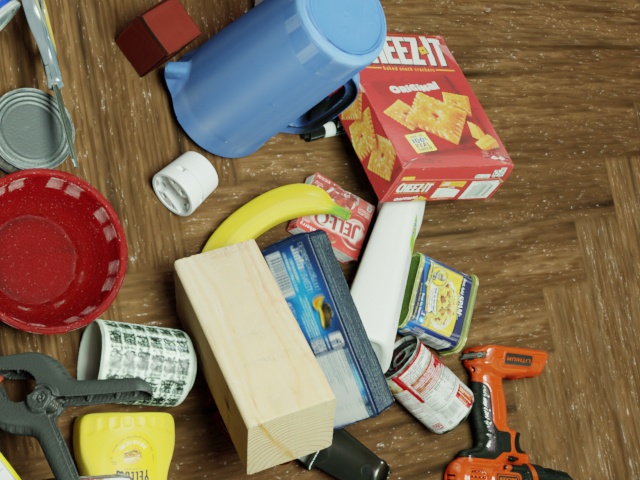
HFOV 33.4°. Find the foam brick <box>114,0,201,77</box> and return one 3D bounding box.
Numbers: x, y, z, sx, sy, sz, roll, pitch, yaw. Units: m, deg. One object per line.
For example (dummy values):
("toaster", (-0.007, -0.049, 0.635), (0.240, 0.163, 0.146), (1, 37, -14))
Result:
("foam brick", (-0.174, -0.217, 1.136), (0.053, 0.078, 0.051), (-42, 102, -29))

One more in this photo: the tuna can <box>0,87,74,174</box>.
("tuna can", (-0.292, -0.106, 1.066), (0.086, 0.034, 0.086), (7, 75, -29))

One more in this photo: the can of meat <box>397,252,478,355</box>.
("can of meat", (0.131, 0.074, 1.266), (0.083, 0.058, 0.102), (25, 67, -22))

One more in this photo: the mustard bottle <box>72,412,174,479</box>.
("mustard bottle", (-0.189, 0.263, 1.029), (0.096, 0.058, 0.191), (5, 77, -29))

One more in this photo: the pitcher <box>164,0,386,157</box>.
("pitcher", (-0.035, -0.183, 1.114), (0.149, 0.243, 0.145), (-33, 96, -39))

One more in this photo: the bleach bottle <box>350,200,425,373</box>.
("bleach bottle", (0.077, 0.021, 1.232), (0.068, 0.102, 0.250), (14, 60, 7))

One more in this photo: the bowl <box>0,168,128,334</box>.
("bowl", (-0.273, 0.014, 1.037), (0.161, 0.055, 0.162), (7, 75, -29))

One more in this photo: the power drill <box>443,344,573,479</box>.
("power drill", (0.235, 0.225, 1.292), (0.184, 0.057, 0.187), (11, 73, -29))

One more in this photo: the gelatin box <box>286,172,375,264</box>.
("gelatin box", (0.013, -0.025, 1.232), (0.089, 0.030, 0.073), (30, 65, -22))

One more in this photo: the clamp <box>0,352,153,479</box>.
("clamp", (-0.240, 0.145, 0.977), (0.172, 0.039, 0.120), (33, 63, 23))

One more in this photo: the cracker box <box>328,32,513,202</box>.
("cracker box", (0.108, -0.148, 1.247), (0.163, 0.072, 0.214), (-3, 56, -32))

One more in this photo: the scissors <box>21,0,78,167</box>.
("scissors", (-0.266, -0.175, 1.040), (0.016, 0.096, 0.202), (-16, 58, -5))

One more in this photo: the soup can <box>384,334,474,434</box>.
("soup can", (0.120, 0.167, 1.231), (0.102, 0.069, 0.068), (44, 61, -16))

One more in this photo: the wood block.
("wood block", (-0.069, 0.110, 1.050), (0.090, 0.091, 0.206), (-16, 53, -17))

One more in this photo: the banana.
("banana", (-0.064, -0.014, 1.163), (0.197, 0.037, 0.070), (-28, 62, -17))

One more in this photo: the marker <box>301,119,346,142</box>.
("marker", (0.028, -0.137, 1.273), (0.120, 0.020, 0.020), (-17, 88, -32))
